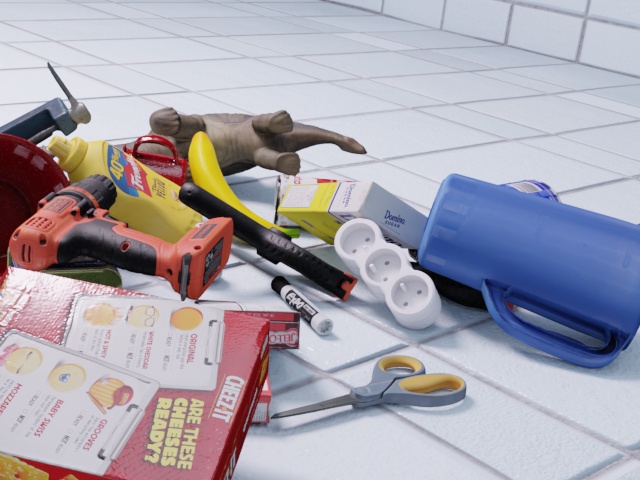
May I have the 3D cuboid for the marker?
[{"bbox_3d":[-0.021,0.066,1.116,0.020,0.020,0.121,-3,22,-27],"label":"marker"}]

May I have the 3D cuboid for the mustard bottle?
[{"bbox_3d":[-0.222,-0.061,1.201,0.191,0.058,0.096,34,27,-30],"label":"mustard bottle"}]

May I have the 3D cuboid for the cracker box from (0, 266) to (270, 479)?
[{"bbox_3d":[-0.159,0.116,0.773,0.214,0.072,0.164,11,45,8],"label":"cracker box"}]

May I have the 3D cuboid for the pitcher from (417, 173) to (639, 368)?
[{"bbox_3d":[0.227,0.023,1.122,0.243,0.145,0.149,19,15,9],"label":"pitcher"}]

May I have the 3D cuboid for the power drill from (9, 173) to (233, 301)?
[{"bbox_3d":[-0.185,-0.007,1.049,0.188,0.057,0.184,11,26,10],"label":"power drill"}]

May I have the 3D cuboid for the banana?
[{"bbox_3d":[-0.113,-0.055,1.314,0.069,0.037,0.198,-26,65,-40],"label":"banana"}]

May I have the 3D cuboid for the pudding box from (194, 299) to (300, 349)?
[{"bbox_3d":[-0.072,0.078,0.986,0.090,0.039,0.113,4,1,-11],"label":"pudding box"}]

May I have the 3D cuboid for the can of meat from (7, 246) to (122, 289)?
[{"bbox_3d":[-0.254,0.035,1.064,0.102,0.057,0.084,-2,23,-24],"label":"can of meat"}]

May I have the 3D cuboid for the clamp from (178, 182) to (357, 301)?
[{"bbox_3d":[-0.058,0.001,1.171,0.210,0.036,0.164,30,-2,18],"label":"clamp"}]

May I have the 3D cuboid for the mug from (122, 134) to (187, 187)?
[{"bbox_3d":[-0.208,-0.077,1.317,0.081,0.117,0.093,9,31,-9],"label":"mug"}]

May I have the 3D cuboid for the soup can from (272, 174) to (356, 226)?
[{"bbox_3d":[-0.007,-0.047,1.367,0.102,0.068,0.068,5,19,-4],"label":"soup can"}]

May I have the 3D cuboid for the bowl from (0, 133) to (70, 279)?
[{"bbox_3d":[-0.343,-0.029,1.121,0.161,0.162,0.055,-2,-8,-25],"label":"bowl"}]

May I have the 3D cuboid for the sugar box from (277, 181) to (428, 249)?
[{"bbox_3d":[0.035,-0.028,1.235,0.093,0.048,0.176,31,-13,-29],"label":"sugar box"}]

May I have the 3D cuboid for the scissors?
[{"bbox_3d":[0.035,0.131,0.955,0.201,0.016,0.096,0,19,-23],"label":"scissors"}]

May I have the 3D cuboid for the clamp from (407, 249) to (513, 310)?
[{"bbox_3d":[0.136,0.042,1.210,0.172,0.039,0.120,23,29,37],"label":"clamp"}]
